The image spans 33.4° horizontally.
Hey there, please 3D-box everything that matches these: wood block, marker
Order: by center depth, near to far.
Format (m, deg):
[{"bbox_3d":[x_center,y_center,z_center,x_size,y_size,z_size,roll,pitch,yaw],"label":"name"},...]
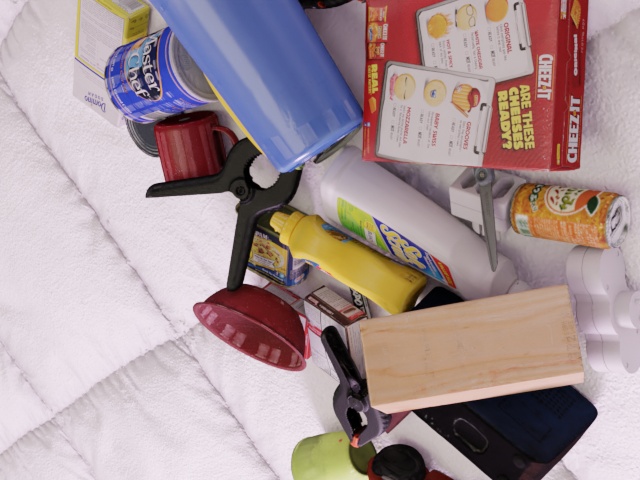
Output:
[{"bbox_3d":[0.153,0.111,1.070,0.206,0.090,0.090,-11,75,12],"label":"wood block"},{"bbox_3d":[0.045,0.060,1.309,0.020,0.020,0.121,5,118,41],"label":"marker"}]

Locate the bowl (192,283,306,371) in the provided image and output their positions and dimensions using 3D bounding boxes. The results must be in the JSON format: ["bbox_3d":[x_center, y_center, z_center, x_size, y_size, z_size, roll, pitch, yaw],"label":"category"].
[{"bbox_3d":[-0.078,0.101,1.347,0.162,0.055,0.162,25,159,10],"label":"bowl"}]

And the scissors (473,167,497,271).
[{"bbox_3d":[0.175,-0.079,1.053,0.096,0.016,0.202,-28,71,36],"label":"scissors"}]

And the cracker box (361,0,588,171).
[{"bbox_3d":[0.143,-0.152,1.019,0.214,0.071,0.164,7,99,40],"label":"cracker box"}]

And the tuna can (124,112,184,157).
[{"bbox_3d":[-0.216,-0.154,1.402,0.086,0.033,0.086,22,128,31],"label":"tuna can"}]

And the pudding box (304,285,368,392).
[{"bbox_3d":[0.024,0.125,1.336,0.090,0.039,0.113,31,141,44],"label":"pudding box"}]

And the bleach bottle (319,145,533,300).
[{"bbox_3d":[0.118,-0.004,1.159,0.251,0.068,0.102,32,158,22],"label":"bleach bottle"}]

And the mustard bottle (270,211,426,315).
[{"bbox_3d":[0.026,0.019,1.228,0.192,0.096,0.058,30,97,13],"label":"mustard bottle"}]

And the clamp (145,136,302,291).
[{"bbox_3d":[-0.101,-0.065,1.276,0.164,0.036,0.210,42,106,3],"label":"clamp"}]

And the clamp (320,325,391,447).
[{"bbox_3d":[0.059,0.186,1.282,0.120,0.039,0.171,21,135,36],"label":"clamp"}]

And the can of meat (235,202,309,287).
[{"bbox_3d":[-0.059,0.002,1.340,0.102,0.057,0.084,27,132,27],"label":"can of meat"}]

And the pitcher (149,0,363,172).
[{"bbox_3d":[-0.066,-0.193,1.096,0.145,0.149,0.243,-32,93,24],"label":"pitcher"}]

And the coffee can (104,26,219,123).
[{"bbox_3d":[-0.179,-0.204,1.286,0.141,0.102,0.103,-9,109,45],"label":"coffee can"}]

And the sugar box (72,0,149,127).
[{"bbox_3d":[-0.275,-0.245,1.392,0.093,0.048,0.176,36,138,20],"label":"sugar box"}]

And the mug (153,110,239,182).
[{"bbox_3d":[-0.151,-0.114,1.333,0.117,0.093,0.081,0,110,29],"label":"mug"}]

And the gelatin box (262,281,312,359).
[{"bbox_3d":[-0.041,0.105,1.409,0.089,0.030,0.073,28,133,27],"label":"gelatin box"}]
